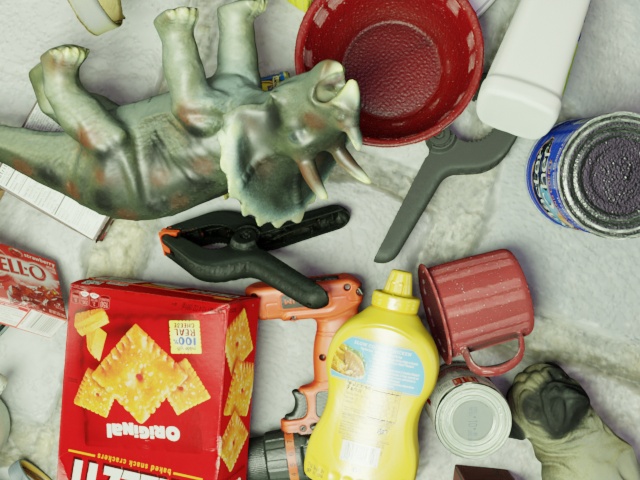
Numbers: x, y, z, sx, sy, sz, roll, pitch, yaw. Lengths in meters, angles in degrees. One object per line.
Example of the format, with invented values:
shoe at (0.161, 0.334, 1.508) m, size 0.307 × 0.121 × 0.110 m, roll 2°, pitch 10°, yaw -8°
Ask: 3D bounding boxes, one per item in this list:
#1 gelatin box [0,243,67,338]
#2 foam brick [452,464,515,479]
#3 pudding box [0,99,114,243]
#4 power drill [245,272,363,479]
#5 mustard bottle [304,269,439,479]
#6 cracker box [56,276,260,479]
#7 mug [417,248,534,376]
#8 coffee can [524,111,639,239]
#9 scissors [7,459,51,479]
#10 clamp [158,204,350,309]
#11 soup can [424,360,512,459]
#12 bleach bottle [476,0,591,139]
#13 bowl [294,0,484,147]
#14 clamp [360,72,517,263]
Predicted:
gelatin box at (-0.269, 0.039, 0.931) m, size 0.030 × 0.073 × 0.089 m, roll -44°, pitch 137°, yaw 22°
foam brick at (0.149, 0.240, 0.968) m, size 0.053 × 0.078 × 0.051 m, roll 5°, pitch 93°, yaw 0°
pudding box at (-0.227, -0.063, 0.970) m, size 0.113 × 0.039 × 0.090 m, roll 31°, pitch 93°, yaw 0°
power drill at (-0.020, 0.129, 0.973) m, size 0.184 × 0.057 × 0.188 m, roll -7°, pitch 97°, yaw -3°
mustard bottle at (0.050, 0.119, 0.915) m, size 0.096 × 0.058 × 0.192 m, roll 12°, pitch 95°, yaw 13°
cracker box at (-0.146, 0.147, 0.941) m, size 0.164 × 0.072 × 0.214 m, roll 7°, pitch 94°, yaw 23°
mug at (0.142, 0.065, 0.943) m, size 0.081 × 0.093 × 0.117 m, roll -15°, pitch 57°, yaw -3°
coffee can at (0.238, -0.056, 0.914) m, size 0.103 × 0.140 × 0.103 m, roll 0°, pitch 94°, yaw 0°
scissors at (-0.214, 0.278, 0.970) m, size 0.016 × 0.096 × 0.202 m, roll -45°, pitch 89°, yaw 5°
clamp at (-0.056, 0.001, 0.958) m, size 0.171 × 0.120 × 0.039 m, roll 13°, pitch 130°, yaw 15°
soup can at (0.129, 0.149, 0.949) m, size 0.068 × 0.102 × 0.068 m, roll 0°, pitch 94°, yaw 0°
bleach bottle at (0.206, -0.217, 0.909) m, size 0.068 × 0.102 × 0.251 m, roll 20°, pitch 82°, yaw 6°
bowl at (0.060, -0.155, 0.925) m, size 0.162 × 0.055 × 0.162 m, roll -1°, pitch 84°, yaw 7°
clamp at (0.096, -0.100, 0.964) m, size 0.210 × 0.036 × 0.164 m, roll -33°, pitch 87°, yaw 0°
